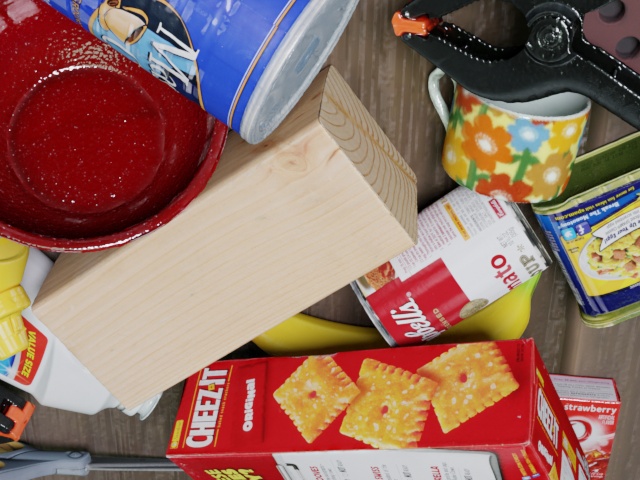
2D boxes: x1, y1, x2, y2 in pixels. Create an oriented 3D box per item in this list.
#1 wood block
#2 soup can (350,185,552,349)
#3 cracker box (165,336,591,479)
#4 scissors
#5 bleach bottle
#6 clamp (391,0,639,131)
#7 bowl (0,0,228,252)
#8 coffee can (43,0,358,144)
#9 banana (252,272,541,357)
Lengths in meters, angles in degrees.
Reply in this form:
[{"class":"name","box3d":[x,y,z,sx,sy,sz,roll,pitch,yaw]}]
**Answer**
[{"class":"wood block","box3d":[-0.054,0.000,0.623,0.206,0.090,0.090,-31,112,20]},{"class":"soup can","box3d":[0.073,0.013,0.619,0.102,0.068,0.068,-33,111,9]},{"class":"cracker box","box3d":[0.042,0.130,0.644,0.214,0.072,0.164,-6,143,24]},{"class":"scissors","box3d":[-0.181,0.158,0.727,0.202,0.096,0.016,5,99,6]},{"class":"bleach bottle","box3d":[-0.205,0.033,0.672,0.250,0.068,0.103,35,120,-15]},{"class":"clamp","box3d":[0.121,-0.094,0.517,0.172,0.039,0.120,1,110,29]},{"class":"bowl","box3d":[-0.131,-0.065,0.586,0.162,0.055,0.162,2,75,-6]},{"class":"coffee can","box3d":[-0.062,-0.128,0.527,0.140,0.102,0.103,34,118,3]},{"class":"banana","box3d":[0.047,0.060,0.678,0.198,0.037,0.069,-10,88,8]}]
